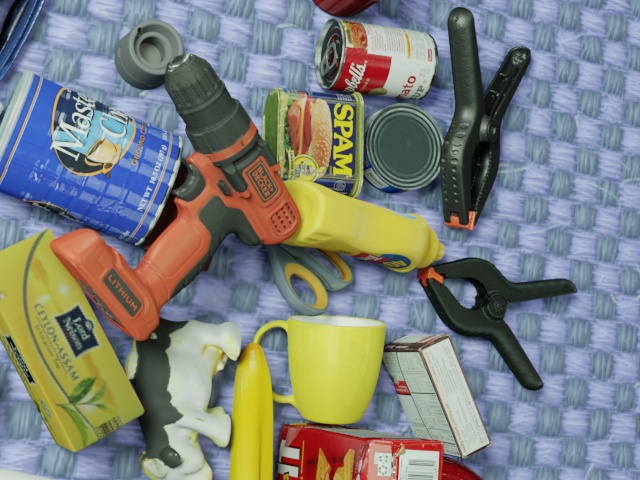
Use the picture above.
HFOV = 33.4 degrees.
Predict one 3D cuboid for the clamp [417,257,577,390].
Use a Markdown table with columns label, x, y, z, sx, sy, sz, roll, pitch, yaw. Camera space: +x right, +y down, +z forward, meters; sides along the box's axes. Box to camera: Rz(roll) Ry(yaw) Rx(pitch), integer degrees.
| label | x | y | z | sx | sy | sz | roll | pitch | yaw |
| --- | --- | --- | --- | --- | --- | --- | --- | --- | --- |
| clamp | 0.173 | 0.077 | 1.071 | 0.171 | 0.039 | 0.120 | 17 | 74 | -14 |

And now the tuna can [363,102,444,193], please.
| label | x | y | z | sx | sy | sz | roll | pitch | yaw |
| --- | --- | --- | --- | --- | --- | --- | --- | --- | --- |
| tuna can | 0.077 | -0.090 | 1.049 | 0.086 | 0.034 | 0.086 | 2 | 84 | -22 |

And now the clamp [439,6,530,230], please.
| label | x | y | z | sx | sy | sz | roll | pitch | yaw |
| --- | --- | --- | --- | --- | --- | --- | --- | --- | --- |
| clamp | 0.161 | -0.116 | 1.067 | 0.164 | 0.036 | 0.210 | -3 | 100 | -55 |

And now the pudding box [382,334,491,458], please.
| label | x | y | z | sx | sy | sz | roll | pitch | yaw |
| --- | --- | --- | --- | --- | --- | --- | --- | --- | --- |
| pudding box | 0.108 | 0.146 | 1.008 | 0.039 | 0.090 | 0.113 | -25 | 94 | -22 |

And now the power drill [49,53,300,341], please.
| label | x | y | z | sx | sy | sz | roll | pitch | yaw |
| --- | --- | --- | --- | --- | --- | --- | --- | --- | --- |
| power drill | -0.116 | -0.028 | 0.839 | 0.187 | 0.057 | 0.184 | -42 | 124 | -17 |

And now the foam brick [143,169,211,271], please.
| label | x | y | z | sx | sy | sz | roll | pitch | yaw |
| --- | --- | --- | --- | --- | --- | --- | --- | --- | --- |
| foam brick | -0.115 | -0.017 | 0.939 | 0.051 | 0.053 | 0.078 | 18 | 86 | 5 |

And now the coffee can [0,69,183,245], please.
| label | x | y | z | sx | sy | sz | roll | pitch | yaw |
| --- | --- | --- | --- | --- | --- | --- | --- | --- | --- |
| coffee can | -0.200 | -0.068 | 0.895 | 0.140 | 0.103 | 0.103 | 23 | 77 | -19 |

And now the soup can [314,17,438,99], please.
| label | x | y | z | sx | sy | sz | roll | pitch | yaw |
| --- | --- | --- | --- | --- | --- | --- | --- | --- | --- |
| soup can | 0.054 | -0.174 | 1.030 | 0.102 | 0.069 | 0.068 | 4 | 83 | -23 |

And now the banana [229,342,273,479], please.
| label | x | y | z | sx | sy | sz | roll | pitch | yaw |
| --- | --- | --- | --- | --- | --- | --- | --- | --- | --- |
| banana | -0.063 | 0.191 | 0.937 | 0.037 | 0.070 | 0.198 | 2 | 90 | -14 |

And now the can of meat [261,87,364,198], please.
| label | x | y | z | sx | sy | sz | roll | pitch | yaw |
| --- | --- | --- | --- | --- | --- | --- | --- | --- | --- |
| can of meat | -0.008 | -0.091 | 1.003 | 0.083 | 0.058 | 0.102 | 3 | 84 | -20 |

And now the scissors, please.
| label | x | y | z | sx | sy | sz | roll | pitch | yaw |
| --- | --- | --- | --- | --- | --- | --- | --- | --- | --- |
| scissors | -0.056 | 0.001 | 0.976 | 0.201 | 0.016 | 0.096 | 30 | 42 | -18 |

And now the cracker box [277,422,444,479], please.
| label | x | y | z | sx | sy | sz | roll | pitch | yaw |
| --- | --- | --- | --- | --- | --- | --- | --- | --- | --- |
| cracker box | 0.023 | 0.242 | 0.896 | 0.072 | 0.214 | 0.164 | 7 | 82 | -20 |

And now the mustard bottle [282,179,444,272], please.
| label | x | y | z | sx | sy | sz | roll | pitch | yaw |
| --- | --- | --- | --- | --- | --- | --- | --- | --- | --- |
| mustard bottle | 0.043 | -0.008 | 0.989 | 0.191 | 0.096 | 0.058 | 14 | 83 | -38 |
